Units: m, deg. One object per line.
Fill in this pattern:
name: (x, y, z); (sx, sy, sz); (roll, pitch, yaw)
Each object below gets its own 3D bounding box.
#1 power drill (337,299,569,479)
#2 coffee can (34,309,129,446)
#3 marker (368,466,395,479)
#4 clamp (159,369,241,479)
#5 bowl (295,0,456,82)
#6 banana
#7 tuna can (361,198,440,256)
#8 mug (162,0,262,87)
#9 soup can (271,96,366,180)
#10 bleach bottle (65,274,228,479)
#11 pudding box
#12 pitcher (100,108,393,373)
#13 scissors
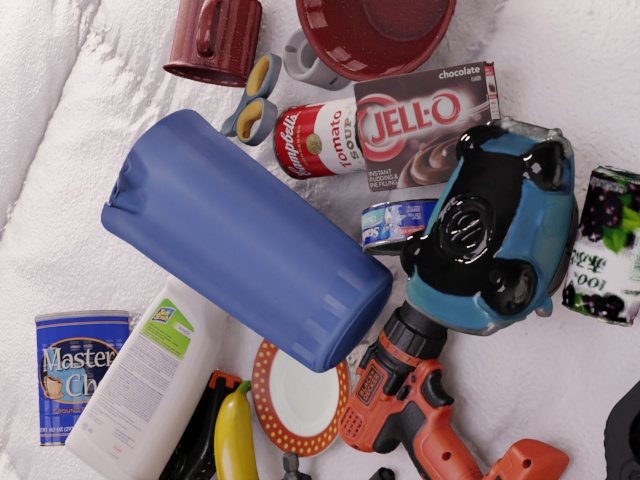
power drill: (0.106, 0.135, 0.844); (0.188, 0.057, 0.185); (47, 122, 39)
coffee can: (-0.258, 0.150, 1.166); (0.103, 0.102, 0.140); (-11, 80, 44)
marker: (0.026, 0.237, 0.940); (0.121, 0.020, 0.020); (-49, 56, 31)
clamp: (-0.138, 0.228, 1.069); (0.165, 0.036, 0.210); (12, 80, 63)
bowl: (0.057, -0.214, 0.900); (0.162, 0.055, 0.162); (7, 102, 36)
banana: (-0.066, 0.226, 0.997); (0.037, 0.069, 0.198); (-22, 72, 37)
tuna can: (0.076, -0.010, 0.861); (0.086, 0.085, 0.034); (-12, 78, 43)
mug: (-0.103, -0.200, 1.035); (0.093, 0.117, 0.081); (9, 89, 6)
soup can: (0.017, -0.090, 0.937); (0.102, 0.068, 0.068); (-3, 85, 44)
bleach bottle: (-0.144, 0.118, 1.048); (0.103, 0.068, 0.251); (30, 85, 22)
pudding box: (0.088, -0.091, 0.853); (0.114, 0.039, 0.090); (-7, 97, 23)
pitcher: (-0.056, 0.001, 0.933); (0.243, 0.149, 0.145); (36, 158, 14)
scissors: (-0.078, -0.129, 1.031); (0.202, 0.016, 0.096); (11, 86, 67)
